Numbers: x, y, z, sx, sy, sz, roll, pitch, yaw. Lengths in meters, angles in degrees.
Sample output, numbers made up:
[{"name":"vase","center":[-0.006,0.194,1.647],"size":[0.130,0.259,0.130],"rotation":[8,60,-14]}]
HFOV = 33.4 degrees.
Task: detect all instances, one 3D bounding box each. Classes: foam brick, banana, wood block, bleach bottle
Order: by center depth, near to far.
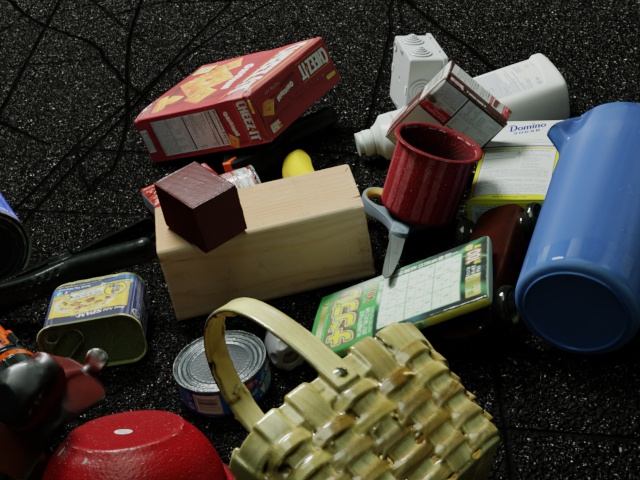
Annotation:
[{"name":"foam brick","center":[-0.116,-0.033,1.029],"size":[0.051,0.053,0.078],"rotation":[-30,38,-25]},{"name":"wood block","center":[-0.057,0.001,1.091],"size":[0.206,0.090,0.091],"rotation":[-13,34,-2]},{"name":"banana","center":[-0.002,-0.059,1.218],"size":[0.069,0.037,0.198],"rotation":[2,25,-36]},{"name":"bleach bottle","center":[0.163,-0.151,1.279],"size":[0.251,0.068,0.102],"rotation":[-15,33,-2]}]

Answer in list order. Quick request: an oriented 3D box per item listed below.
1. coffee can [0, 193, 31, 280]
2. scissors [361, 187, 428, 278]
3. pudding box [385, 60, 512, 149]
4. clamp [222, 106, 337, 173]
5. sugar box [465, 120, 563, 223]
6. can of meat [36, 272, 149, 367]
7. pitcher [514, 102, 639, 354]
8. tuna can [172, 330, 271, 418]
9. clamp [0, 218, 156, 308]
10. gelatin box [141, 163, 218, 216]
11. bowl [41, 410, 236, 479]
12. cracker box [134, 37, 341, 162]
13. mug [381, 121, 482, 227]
[{"name":"coffee can","center":[-0.396,-0.014,1.207],"size":[0.102,0.103,0.140],"rotation":[-25,35,-20]},{"name":"scissors","center":[0.065,-0.014,1.093],"size":[0.096,0.016,0.201],"rotation":[20,28,19]},{"name":"pudding box","center":[0.140,-0.128,1.179],"size":[0.114,0.090,0.039],"rotation":[-43,13,42]},{"name":"clamp","center":[-0.056,-0.124,1.325],"size":[0.120,0.039,0.171],"rotation":[-7,31,32]},{"name":"sugar box","center":[0.218,-0.072,1.156],"size":[0.093,0.048,0.176],"rotation":[1,31,19]},{"name":"can of meat","center":[-0.221,0.079,1.053],"size":[0.102,0.057,0.084],"rotation":[-10,30,1]},{"name":"pitcher","center":[0.270,-0.007,0.978],"size":[0.149,0.145,0.242],"rotation":[-5,35,32]},{"name":"tuna can","center":[-0.088,0.121,0.968],"size":[0.086,0.034,0.086],"rotation":[-8,33,5]},{"name":"clamp","center":[-0.265,0.030,1.129],"size":[0.209,0.036,0.165],"rotation":[-22,11,-11]},{"name":"gelatin box","center":[-0.156,-0.052,1.257],"size":[0.089,0.030,0.073],"rotation":[-25,35,-19]},{"name":"bowl","center":[-0.149,0.173,0.834],"size":[0.162,0.055,0.162],"rotation":[-5,10,1]},{"name":"cracker box","center":[-0.107,-0.178,1.346],"size":[0.214,0.072,0.164],"rotation":[-6,30,41]},{"name":"mug","center":[0.107,-0.072,1.110],"size":[0.093,0.082,0.117],"rotation":[3,30,-22]}]
